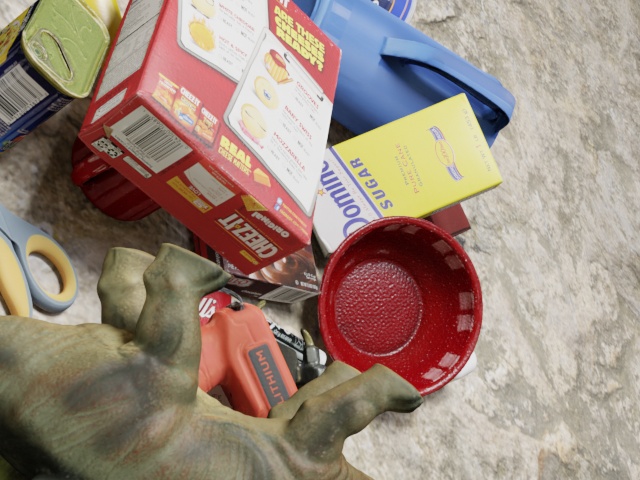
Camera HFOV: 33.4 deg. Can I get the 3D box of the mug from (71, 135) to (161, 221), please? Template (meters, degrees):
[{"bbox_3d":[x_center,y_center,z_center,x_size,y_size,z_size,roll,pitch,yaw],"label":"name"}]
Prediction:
[{"bbox_3d":[-0.136,-0.062,0.786,0.093,0.082,0.117,62,33,-2],"label":"mug"}]

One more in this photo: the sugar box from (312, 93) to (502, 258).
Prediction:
[{"bbox_3d":[0.068,-0.059,0.985,0.048,0.176,0.093,111,-45,-83],"label":"sugar box"}]

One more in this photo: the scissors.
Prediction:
[{"bbox_3d":[-0.216,-0.029,0.717,0.096,0.016,0.202,6,63,-53],"label":"scissors"}]

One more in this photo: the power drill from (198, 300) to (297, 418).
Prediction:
[{"bbox_3d":[-0.100,0.131,0.661,0.187,0.057,0.184,-21,87,-27],"label":"power drill"}]

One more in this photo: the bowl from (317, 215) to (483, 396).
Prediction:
[{"bbox_3d":[0.063,0.060,0.958,0.161,0.055,0.162,1,86,-21],"label":"bowl"}]

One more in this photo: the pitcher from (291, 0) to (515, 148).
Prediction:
[{"bbox_3d":[0.067,-0.163,1.061,0.242,0.149,0.145,28,29,-32],"label":"pitcher"}]

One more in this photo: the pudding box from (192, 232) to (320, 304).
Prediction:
[{"bbox_3d":[-0.056,0.001,0.890,0.113,0.039,0.090,17,54,-47],"label":"pudding box"}]

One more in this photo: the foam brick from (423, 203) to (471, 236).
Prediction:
[{"bbox_3d":[0.112,-0.020,1.118,0.078,0.053,0.051,-19,84,-57],"label":"foam brick"}]

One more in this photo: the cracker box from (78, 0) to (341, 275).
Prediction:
[{"bbox_3d":[-0.070,-0.107,0.765,0.164,0.072,0.213,41,39,-31],"label":"cracker box"}]

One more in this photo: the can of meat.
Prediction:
[{"bbox_3d":[-0.198,-0.115,0.723,0.057,0.084,0.102,45,28,-28],"label":"can of meat"}]
